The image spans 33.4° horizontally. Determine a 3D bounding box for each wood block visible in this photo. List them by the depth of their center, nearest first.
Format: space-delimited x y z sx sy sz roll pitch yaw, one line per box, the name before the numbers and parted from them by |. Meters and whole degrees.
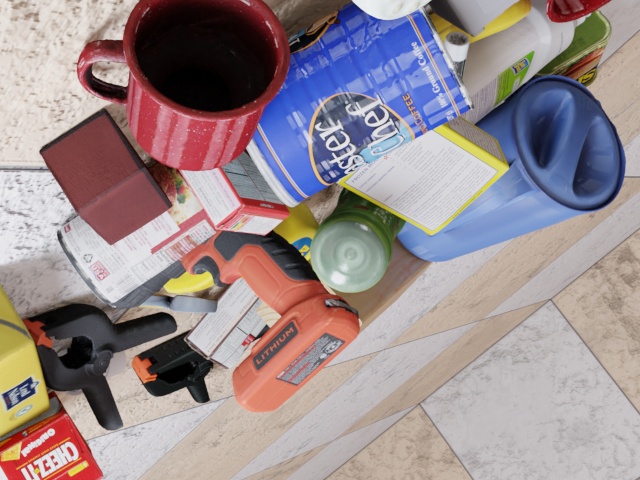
wood block | 0.035 0.042 1.131 0.091 0.090 0.205 -49 172 35

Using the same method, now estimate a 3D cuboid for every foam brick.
foam brick | -0.139 -0.040 0.698 0.051 0.053 0.078 -34 163 -5

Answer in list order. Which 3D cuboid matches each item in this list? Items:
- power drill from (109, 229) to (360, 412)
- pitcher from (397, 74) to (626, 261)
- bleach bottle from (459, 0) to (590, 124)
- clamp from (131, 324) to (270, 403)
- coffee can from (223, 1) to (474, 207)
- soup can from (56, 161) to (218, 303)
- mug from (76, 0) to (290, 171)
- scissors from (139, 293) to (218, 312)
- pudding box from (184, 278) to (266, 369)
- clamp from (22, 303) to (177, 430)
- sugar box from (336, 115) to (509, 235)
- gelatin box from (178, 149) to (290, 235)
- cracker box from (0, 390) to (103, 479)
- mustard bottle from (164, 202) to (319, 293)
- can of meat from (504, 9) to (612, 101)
power drill | -0.071 0.036 0.813 0.184 0.188 0.057 -43 151 13
pitcher | 0.165 -0.054 1.058 0.149 0.145 0.243 15 157 -25
bleach bottle | 0.134 -0.141 0.948 0.250 0.068 0.102 -35 163 -10
clamp | -0.146 0.145 1.224 0.165 0.036 0.209 -50 157 26
coffee can | 0.017 -0.099 0.714 0.140 0.103 0.102 -28 165 9
soup can | -0.130 -0.009 0.775 0.102 0.068 0.068 -35 164 -2
mug | -0.083 -0.093 0.623 0.117 0.093 0.082 2 157 -13
scissors | -0.144 0.058 1.006 0.096 0.016 0.202 7 176 -12
pudding box | -0.085 0.078 1.124 0.113 0.039 0.090 -52 164 -6
clamp | -0.203 0.110 0.939 0.171 0.039 0.120 20 90 -55
sugar box | 0.054 -0.077 0.841 0.176 0.048 0.093 29 121 -30
gelatin box | -0.069 -0.047 0.751 0.030 0.089 0.073 -39 163 17
cracker box | -0.287 0.211 0.947 0.164 0.072 0.214 -30 -175 -16
mustard bottle | -0.056 0.002 0.968 0.096 0.058 0.191 -35 167 32
can of meat | 0.230 -0.177 1.047 0.102 0.057 0.084 -32 161 -10
